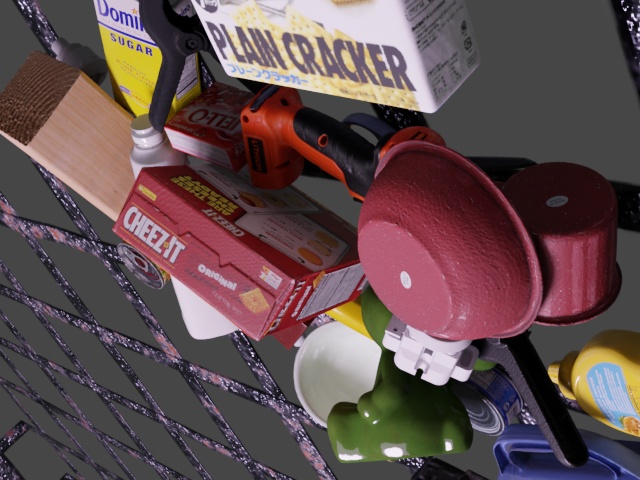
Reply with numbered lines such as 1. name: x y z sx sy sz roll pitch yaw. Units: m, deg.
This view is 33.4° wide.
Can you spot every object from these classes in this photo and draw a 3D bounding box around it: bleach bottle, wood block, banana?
1. bleach bottle: -0.138 -0.021 1.068 0.102 0.068 0.251 -103 -2 -51
2. wood block: -0.227 -0.091 1.092 0.091 0.090 0.205 27 169 40
3. banana: 0.005 0.057 1.091 0.197 0.037 0.069 30 -169 -5

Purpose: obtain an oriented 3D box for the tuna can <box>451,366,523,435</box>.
1. tuna can: 0.155 0.153 1.055 0.086 0.033 0.086 33 152 20

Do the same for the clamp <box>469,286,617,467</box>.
1. clamp: 0.158 0.062 0.868 0.210 0.036 0.165 44 137 44

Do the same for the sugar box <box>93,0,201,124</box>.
1. sugar box: -0.159 -0.176 0.993 0.093 0.048 0.176 33 153 20

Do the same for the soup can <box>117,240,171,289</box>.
1. soup can: -0.168 -0.004 1.199 0.068 0.102 0.068 33 152 20

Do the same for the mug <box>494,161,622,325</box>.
1. mug: 0.158 -0.006 0.757 0.117 0.093 0.081 33 149 37

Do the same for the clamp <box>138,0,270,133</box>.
1. clamp: -0.095 -0.169 0.896 0.039 0.120 0.171 -101 6 -51

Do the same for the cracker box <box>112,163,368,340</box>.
1. cracker box: -0.056 0.001 0.945 0.164 0.213 0.072 35 108 16

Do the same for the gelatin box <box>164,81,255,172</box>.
1. gelatin box: -0.085 -0.105 0.964 0.089 0.073 0.030 22 146 37

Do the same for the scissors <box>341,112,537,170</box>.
1. scissors: 0.079 -0.075 0.843 0.096 0.016 0.202 49 153 -12

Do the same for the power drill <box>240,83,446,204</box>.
1. power drill: 0.026 -0.044 0.882 0.188 0.057 0.184 28 145 26

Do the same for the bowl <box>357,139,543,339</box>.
1. bowl: 0.077 0.013 0.752 0.162 0.055 0.162 39 147 30
